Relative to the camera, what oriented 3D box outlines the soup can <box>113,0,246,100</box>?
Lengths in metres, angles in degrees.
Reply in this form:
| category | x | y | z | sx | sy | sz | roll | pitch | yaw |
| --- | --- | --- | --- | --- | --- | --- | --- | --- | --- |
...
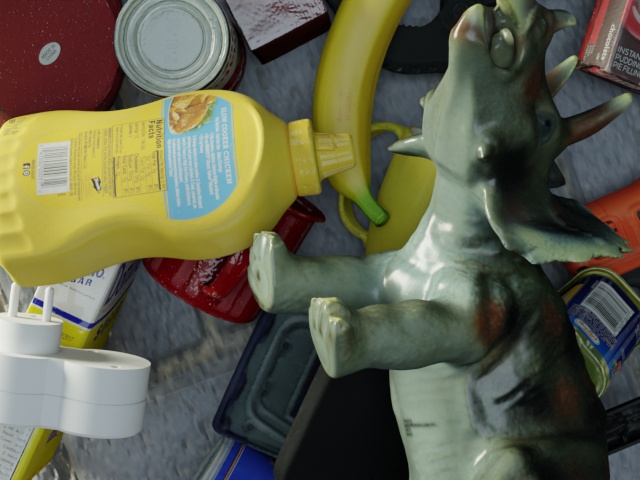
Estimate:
| category | x | y | z | sx | sy | sz | roll | pitch | yaw |
| --- | --- | --- | --- | --- | --- | --- | --- | --- | --- |
| soup can | -0.082 | -0.115 | 0.642 | 0.068 | 0.102 | 0.068 | 0 | 93 | 1 |

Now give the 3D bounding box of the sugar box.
| category | x | y | z | sx | sy | sz | roll | pitch | yaw |
| --- | --- | --- | --- | --- | --- | --- | --- | --- | --- |
| sugar box | -0.159 | 0.062 | 0.660 | 0.048 | 0.093 | 0.176 | 28 | 94 | -2 |

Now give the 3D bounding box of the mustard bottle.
| category | x | y | z | sx | sy | sz | roll | pitch | yaw |
| --- | --- | --- | --- | --- | --- | --- | --- | --- | --- |
| mustard bottle | -0.076 | -0.034 | 0.574 | 0.191 | 0.058 | 0.096 | -9 | 58 | 3 |

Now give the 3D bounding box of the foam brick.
| category | x | y | z | sx | sy | sz | roll | pitch | yaw |
| --- | --- | --- | --- | --- | --- | --- | --- | --- | --- |
| foam brick | -0.028 | -0.145 | 0.652 | 0.051 | 0.078 | 0.053 | -27 | 93 | 4 |

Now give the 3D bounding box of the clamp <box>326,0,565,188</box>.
| category | x | y | z | sx | sy | sz | roll | pitch | yaw |
| --- | --- | --- | --- | --- | --- | --- | --- | --- | --- |
| clamp | 0.095 | -0.149 | 0.669 | 0.210 | 0.036 | 0.164 | 27 | 94 | -1 |

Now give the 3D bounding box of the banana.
| category | x | y | z | sx | sy | sz | roll | pitch | yaw |
| --- | --- | --- | --- | --- | --- | --- | --- | --- | --- |
| banana | 0.033 | -0.111 | 0.636 | 0.070 | 0.037 | 0.198 | 14 | 95 | 22 |

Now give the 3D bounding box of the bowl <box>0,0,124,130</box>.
| category | x | y | z | sx | sy | sz | roll | pitch | yaw |
| --- | --- | --- | --- | --- | --- | --- | --- | --- | --- |
| bowl | -0.170 | -0.114 | 0.622 | 0.161 | 0.055 | 0.162 | -13 | 111 | -38 |

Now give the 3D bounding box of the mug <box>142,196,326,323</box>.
| category | x | y | z | sx | sy | sz | roll | pitch | yaw |
| --- | --- | --- | --- | --- | --- | --- | --- | --- | --- |
| mug | -0.054 | 0.001 | 0.645 | 0.093 | 0.117 | 0.081 | 28 | 99 | -17 |
